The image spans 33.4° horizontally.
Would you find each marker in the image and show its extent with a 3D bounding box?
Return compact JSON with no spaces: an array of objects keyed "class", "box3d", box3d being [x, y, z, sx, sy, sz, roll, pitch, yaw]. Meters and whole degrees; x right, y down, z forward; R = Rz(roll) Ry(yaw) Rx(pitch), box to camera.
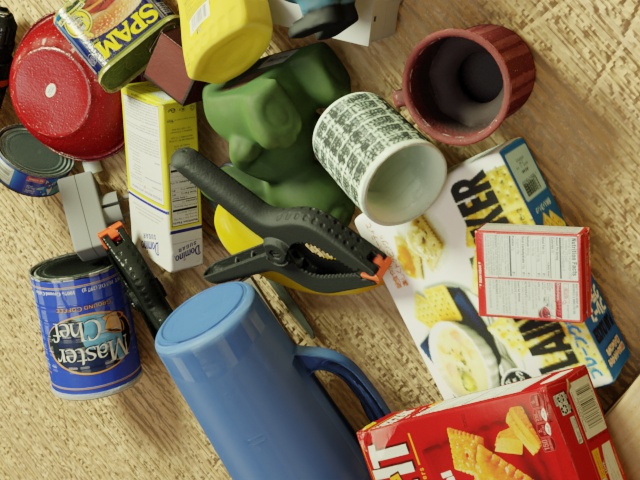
[{"class":"marker","box3d":[-0.263,-0.130,1.150,0.020,0.020,0.121,-12,101,34]}]

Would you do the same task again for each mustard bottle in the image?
[{"class":"mustard bottle","box3d":[-0.095,-0.242,0.950,0.096,0.058,0.191,-37,57,46]}]

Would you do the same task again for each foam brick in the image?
[{"class":"foam brick","box3d":[-0.118,-0.169,1.011,0.053,0.078,0.051,38,122,12]}]

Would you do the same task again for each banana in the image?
[{"class":"banana","box3d":[-0.030,0.012,1.036,0.198,0.037,0.070,28,116,11]}]

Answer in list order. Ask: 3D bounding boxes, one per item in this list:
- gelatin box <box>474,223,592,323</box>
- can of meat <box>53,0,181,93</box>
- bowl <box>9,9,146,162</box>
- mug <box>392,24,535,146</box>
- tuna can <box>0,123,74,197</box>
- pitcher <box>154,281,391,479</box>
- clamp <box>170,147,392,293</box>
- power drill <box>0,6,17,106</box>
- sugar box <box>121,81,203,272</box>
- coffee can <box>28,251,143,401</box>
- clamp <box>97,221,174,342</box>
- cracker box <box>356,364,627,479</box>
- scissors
[{"class":"gelatin box","box3d":[0.170,0.025,0.853,0.089,0.030,0.073,2,106,27]},{"class":"can of meat","box3d":[-0.196,-0.209,1.036,0.102,0.057,0.084,-39,79,-3]},{"class":"bowl","box3d":[-0.263,-0.156,1.100,0.162,0.055,0.162,5,106,18]},{"class":"mug","box3d":[0.116,-0.130,0.879,0.117,0.081,0.093,-12,101,34]},{"class":"tuna can","box3d":[-0.313,-0.086,1.156,0.086,0.086,0.034,40,125,13]},{"class":"pitcher","box3d":[-0.044,0.158,1.021,0.145,0.149,0.242,3,128,53]},{"class":"clamp","box3d":[-0.039,-0.007,0.956,0.210,0.036,0.164,11,138,28]},{"class":"power drill","box3d":[-0.364,-0.135,1.121,0.057,0.187,0.185,15,122,-14]},{"class":"sugar box","box3d":[-0.159,-0.066,1.078,0.093,0.048,0.176,27,126,51]},{"class":"coffee can","box3d":[-0.257,0.092,1.177,0.103,0.102,0.140,3,109,31]},{"class":"clamp","box3d":[-0.175,0.063,1.106,0.120,0.039,0.171,18,140,57]},{"class":"cracker box","box3d":[0.146,0.210,0.889,0.214,0.071,0.164,-24,83,43]},{"class":"scissors","box3d":[-0.057,0.001,1.074,0.202,0.016,0.096,42,124,12]}]
